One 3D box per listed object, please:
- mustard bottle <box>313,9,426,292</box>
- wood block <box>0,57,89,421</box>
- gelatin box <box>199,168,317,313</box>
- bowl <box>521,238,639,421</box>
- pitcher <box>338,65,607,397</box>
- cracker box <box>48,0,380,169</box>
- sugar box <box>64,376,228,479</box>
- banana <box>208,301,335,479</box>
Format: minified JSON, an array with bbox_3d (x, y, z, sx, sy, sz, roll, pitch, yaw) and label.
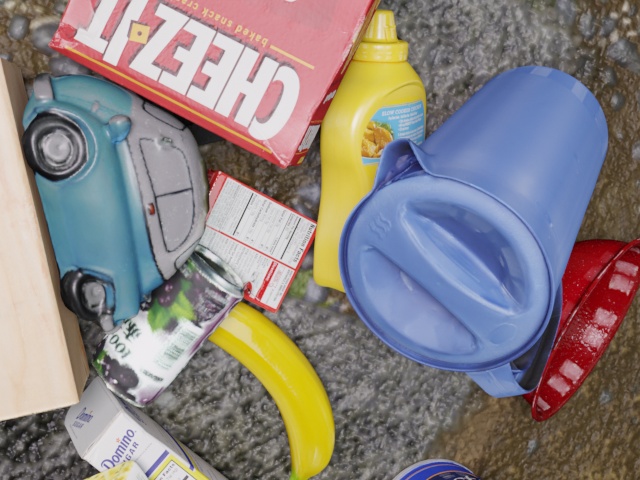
[{"bbox_3d":[0.037,-0.064,0.750,0.096,0.058,0.192,-18,116,-49],"label":"mustard bottle"},{"bbox_3d":[-0.210,0.001,0.652,0.090,0.091,0.206,-12,97,-8],"label":"wood block"},{"bbox_3d":[-0.055,0.001,0.762,0.089,0.030,0.073,27,86,-23],"label":"gelatin box"},{"bbox_3d":[0.188,0.058,0.825,0.161,0.055,0.162,-41,149,-32],"label":"bowl"},{"bbox_3d":[0.121,-0.020,0.720,0.145,0.242,0.149,26,126,12],"label":"pitcher"},{"bbox_3d":[-0.040,-0.173,0.633,0.164,0.072,0.214,27,99,3],"label":"cracker box"},{"bbox_3d":[-0.095,0.171,0.736,0.176,0.093,0.048,41,82,-20],"label":"sugar box"},{"bbox_3d":[-0.040,0.102,0.777,0.069,0.037,0.198,-33,108,-14],"label":"banana"}]
